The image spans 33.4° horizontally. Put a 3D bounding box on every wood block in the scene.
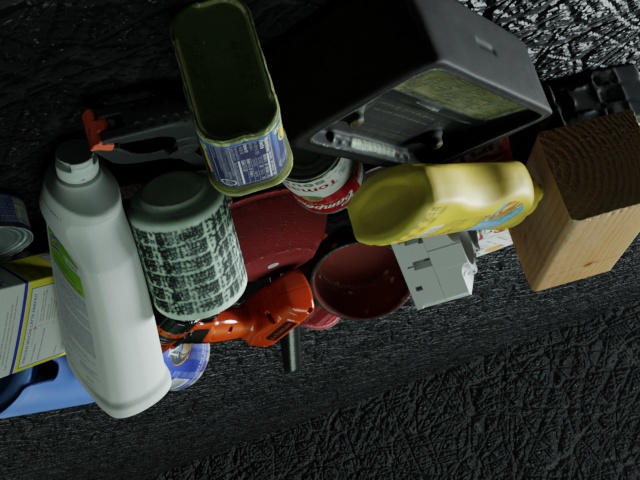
[{"bbox_3d":[0.245,-0.031,1.016,0.090,0.090,0.206,-15,161,-5],"label":"wood block"}]

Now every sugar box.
[{"bbox_3d":[-0.254,0.062,0.918,0.175,0.048,0.093,-14,126,-55],"label":"sugar box"}]

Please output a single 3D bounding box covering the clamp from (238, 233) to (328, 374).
[{"bbox_3d":[-0.060,0.055,1.227,0.210,0.164,0.036,-58,-177,41],"label":"clamp"}]

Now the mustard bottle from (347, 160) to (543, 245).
[{"bbox_3d":[0.121,-0.035,0.893,0.191,0.058,0.096,-6,164,-40],"label":"mustard bottle"}]

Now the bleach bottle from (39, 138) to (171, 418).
[{"bbox_3d":[-0.175,0.029,0.852,0.068,0.103,0.251,-31,144,-28],"label":"bleach bottle"}]

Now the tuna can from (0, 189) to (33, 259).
[{"bbox_3d":[-0.273,-0.009,0.842,0.086,0.034,0.086,-17,165,-5],"label":"tuna can"}]

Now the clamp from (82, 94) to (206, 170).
[{"bbox_3d":[-0.105,-0.077,0.788,0.171,0.039,0.120,-6,159,-38],"label":"clamp"}]

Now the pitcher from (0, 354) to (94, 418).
[{"bbox_3d":[-0.307,0.115,1.102,0.145,0.149,0.242,-36,166,8],"label":"pitcher"}]

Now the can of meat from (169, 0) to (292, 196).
[{"bbox_3d":[-0.057,-0.091,0.671,0.057,0.102,0.084,-16,163,-3],"label":"can of meat"}]

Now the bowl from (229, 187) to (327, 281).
[{"bbox_3d":[-0.057,0.001,1.092,0.162,0.055,0.162,-17,166,-5],"label":"bowl"}]

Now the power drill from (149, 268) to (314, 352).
[{"bbox_3d":[-0.100,0.069,1.066,0.187,0.057,0.185,-3,156,-41],"label":"power drill"}]

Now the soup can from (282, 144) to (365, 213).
[{"bbox_3d":[-0.004,-0.067,0.883,0.068,0.068,0.102,-20,165,6],"label":"soup can"}]
